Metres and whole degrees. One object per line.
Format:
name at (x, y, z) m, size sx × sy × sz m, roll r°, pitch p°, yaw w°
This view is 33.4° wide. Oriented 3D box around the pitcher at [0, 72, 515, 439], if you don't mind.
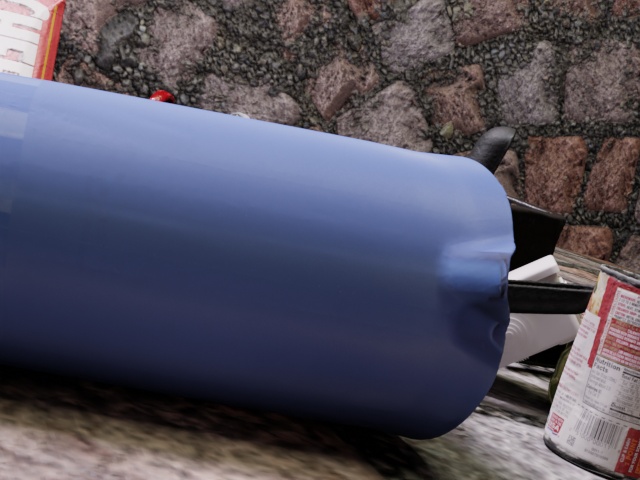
pitcher at (-0.053, 0.008, 0.459) m, size 0.242 × 0.149 × 0.145 m, roll 12°, pitch 36°, yaw -26°
